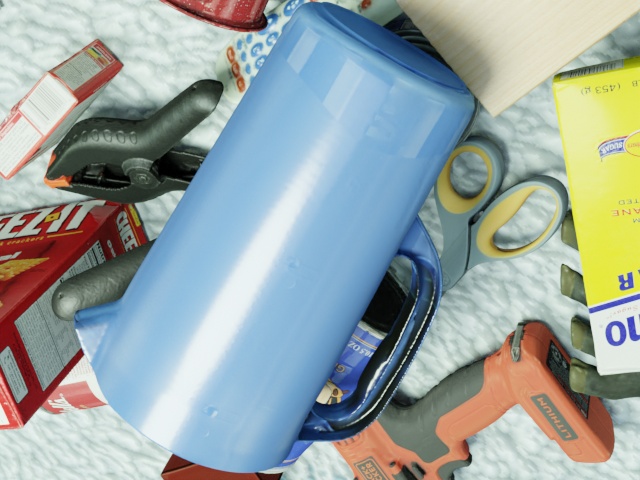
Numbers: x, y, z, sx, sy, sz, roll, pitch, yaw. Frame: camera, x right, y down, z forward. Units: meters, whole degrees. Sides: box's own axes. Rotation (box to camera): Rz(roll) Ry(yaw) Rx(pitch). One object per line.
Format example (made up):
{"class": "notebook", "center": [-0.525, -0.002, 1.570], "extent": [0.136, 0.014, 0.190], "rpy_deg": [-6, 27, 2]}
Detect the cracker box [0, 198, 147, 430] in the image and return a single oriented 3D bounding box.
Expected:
{"class": "cracker box", "center": [-0.230, 0.046, 0.720], "extent": [0.164, 0.213, 0.072], "rpy_deg": [-8, 113, 18]}

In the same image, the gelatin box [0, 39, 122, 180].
{"class": "gelatin box", "center": [-0.182, -0.088, 0.718], "extent": [0.030, 0.073, 0.089], "rpy_deg": [45, 120, -9]}

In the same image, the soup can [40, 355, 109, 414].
{"class": "soup can", "center": [-0.163, 0.091, 0.809], "extent": [0.102, 0.068, 0.068], "rpy_deg": [-13, 113, 20]}

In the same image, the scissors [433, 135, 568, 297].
{"class": "scissors", "center": [0.078, 0.005, 0.727], "extent": [0.202, 0.016, 0.096], "rpy_deg": [-38, 90, 37]}

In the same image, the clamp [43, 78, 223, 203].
{"class": "clamp", "center": [-0.107, -0.051, 0.729], "extent": [0.172, 0.039, 0.120], "rpy_deg": [-8, 138, 32]}

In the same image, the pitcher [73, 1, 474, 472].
{"class": "pitcher", "center": [-0.011, 0.002, 0.595], "extent": [0.145, 0.149, 0.243], "rpy_deg": [40, 110, 26]}

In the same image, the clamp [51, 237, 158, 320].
{"class": "clamp", "center": [-0.055, 0.001, 0.704], "extent": [0.210, 0.164, 0.036], "rpy_deg": [-38, 64, 7]}

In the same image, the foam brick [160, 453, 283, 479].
{"class": "foam brick", "center": [-0.074, 0.178, 0.839], "extent": [0.078, 0.051, 0.053], "rpy_deg": [-22, 110, 24]}

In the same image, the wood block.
{"class": "wood block", "center": [0.150, -0.172, 0.575], "extent": [0.206, 0.090, 0.091], "rpy_deg": [-37, 103, 27]}

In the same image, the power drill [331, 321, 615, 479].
{"class": "power drill", "center": [0.112, 0.154, 0.772], "extent": [0.188, 0.057, 0.184], "rpy_deg": [-30, 105, 26]}
